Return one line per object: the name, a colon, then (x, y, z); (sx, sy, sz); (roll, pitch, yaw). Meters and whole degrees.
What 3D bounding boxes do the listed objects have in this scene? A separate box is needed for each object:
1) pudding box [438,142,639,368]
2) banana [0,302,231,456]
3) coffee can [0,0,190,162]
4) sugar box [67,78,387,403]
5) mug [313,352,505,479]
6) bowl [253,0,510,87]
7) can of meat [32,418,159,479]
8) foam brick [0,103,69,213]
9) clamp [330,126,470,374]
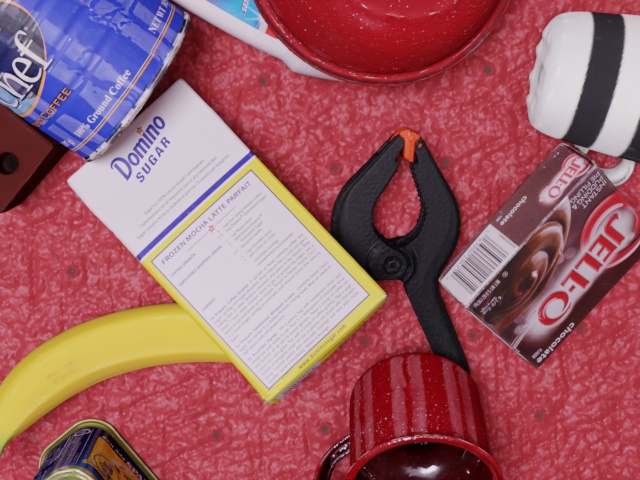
pudding box: (0.138, 0.011, 0.641); (0.113, 0.039, 0.090); (-47, 130, 6)
banana: (-0.119, 0.076, 0.651); (0.197, 0.037, 0.070); (-23, 74, -7)
coffee can: (-0.157, -0.123, 0.580); (0.140, 0.103, 0.103); (35, 95, -21)
sugar box: (-0.054, 0.001, 0.624); (0.093, 0.048, 0.176); (-42, 80, -4)
mug: (0.048, 0.126, 0.635); (0.117, 0.081, 0.093); (-28, 119, 18)
bowl: (0.040, -0.163, 0.567); (0.162, 0.055, 0.162); (-1, 98, -9)
can of meat: (-0.131, 0.168, 0.646); (0.057, 0.084, 0.102); (-39, 98, 3)
foam brick: (-0.196, -0.061, 0.628); (0.078, 0.051, 0.053); (39, 95, -7)
clamp: (0.052, 0.019, 0.658); (0.120, 0.039, 0.171); (14, 104, -11)
